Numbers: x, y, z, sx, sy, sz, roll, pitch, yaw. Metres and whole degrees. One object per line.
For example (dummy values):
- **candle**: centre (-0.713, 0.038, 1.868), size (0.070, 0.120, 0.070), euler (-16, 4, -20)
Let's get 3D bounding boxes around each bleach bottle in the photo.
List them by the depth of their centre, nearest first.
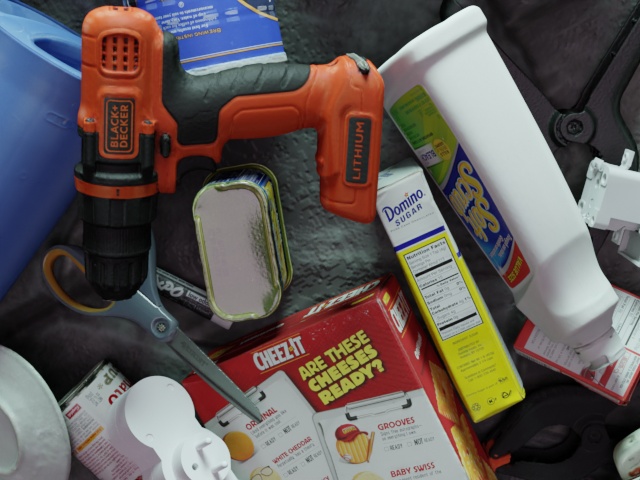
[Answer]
- **bleach bottle**: centre (0.131, -0.025, 0.715), size (0.068, 0.103, 0.251), euler (-33, 92, -18)

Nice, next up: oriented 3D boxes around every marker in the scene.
- **marker**: centre (-0.118, 0.031, 0.796), size (0.121, 0.020, 0.020), euler (27, 99, -4)

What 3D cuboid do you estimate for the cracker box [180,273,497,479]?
- **cracker box**: centre (0.024, 0.153, 0.777), size (0.164, 0.072, 0.213), euler (-24, 99, 18)

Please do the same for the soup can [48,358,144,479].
- **soup can**: centre (-0.147, 0.146, 0.793), size (0.068, 0.068, 0.102), euler (-43, 96, 8)

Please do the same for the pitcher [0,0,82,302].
- **pitcher**: centre (-0.244, -0.044, 0.730), size (0.149, 0.145, 0.243), euler (36, 102, 5)

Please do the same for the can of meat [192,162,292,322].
- **can of meat**: centre (-0.055, 0.001, 0.757), size (0.057, 0.084, 0.102), euler (-9, 100, 3)

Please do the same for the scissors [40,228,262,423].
- **scissors**: centre (-0.108, 0.041, 0.755), size (0.202, 0.016, 0.096), euler (26, 91, 16)

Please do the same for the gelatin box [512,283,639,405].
- **gelatin box**: centre (0.194, 0.066, 0.768), size (0.089, 0.030, 0.073), euler (26, 83, 17)

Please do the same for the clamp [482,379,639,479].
- **clamp**: centre (0.204, 0.128, 0.796), size (0.171, 0.039, 0.120), euler (-10, 99, -1)

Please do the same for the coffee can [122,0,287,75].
- **coffee can**: centre (-0.086, -0.179, 0.716), size (0.103, 0.103, 0.140), euler (-11, 99, 3)

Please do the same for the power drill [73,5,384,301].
- **power drill**: centre (-0.058, -0.049, 0.667), size (0.187, 0.057, 0.184), euler (0, 110, -12)

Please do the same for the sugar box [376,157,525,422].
- **sugar box**: centre (0.086, 0.032, 0.755), size (0.048, 0.093, 0.176), euler (-27, 98, 5)
